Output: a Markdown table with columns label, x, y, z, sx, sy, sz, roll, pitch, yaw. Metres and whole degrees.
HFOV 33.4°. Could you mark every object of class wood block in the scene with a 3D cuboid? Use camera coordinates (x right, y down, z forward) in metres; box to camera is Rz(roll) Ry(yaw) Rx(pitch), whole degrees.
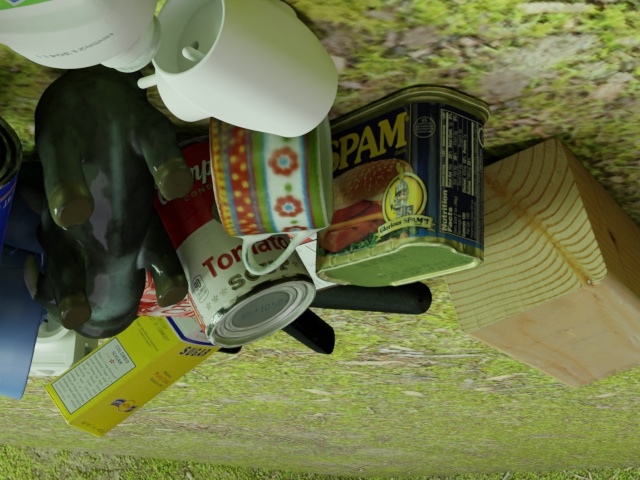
| label | x | y | z | sx | sy | sz | roll | pitch | yaw |
| --- | --- | --- | --- | --- | --- | --- | --- | --- | --- |
| wood block | 0.155 | 0.023 | 0.674 | 0.090 | 0.091 | 0.205 | -25 | 153 | 22 |

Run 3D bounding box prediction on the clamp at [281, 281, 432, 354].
| label | x | y | z | sx | sy | sz | roll | pitch | yaw |
| --- | --- | --- | --- | --- | --- | --- | --- | --- | --- |
| clamp | -0.033 | 0.036 | 0.796 | 0.209 | 0.036 | 0.165 | 21 | 153 | -28 |

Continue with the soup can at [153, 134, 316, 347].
| label | x | y | z | sx | sy | sz | roll | pitch | yaw |
| --- | --- | --- | --- | --- | --- | --- | --- | --- | --- |
| soup can | -0.054 | 0.001 | 0.602 | 0.068 | 0.102 | 0.068 | -24 | 156 | -12 |

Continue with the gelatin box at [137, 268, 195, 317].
| label | x | y | z | sx | sy | sz | roll | pitch | yaw |
| --- | --- | --- | --- | --- | --- | --- | --- | --- | --- |
| gelatin box | -0.096 | 0.029 | 0.689 | 0.073 | 0.030 | 0.089 | 3 | 164 | -35 |

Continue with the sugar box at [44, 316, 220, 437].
| label | x | y | z | sx | sy | sz | roll | pitch | yaw |
| --- | --- | --- | --- | --- | --- | --- | --- | --- | --- |
| sugar box | -0.135 | 0.092 | 0.895 | 0.176 | 0.048 | 0.093 | -34 | 163 | -4 |

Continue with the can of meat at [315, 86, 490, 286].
| label | x | y | z | sx | sy | sz | roll | pitch | yaw |
| --- | --- | --- | --- | --- | --- | --- | --- | --- | --- |
| can of meat | 0.041 | -0.024 | 0.570 | 0.057 | 0.084 | 0.102 | 14 | 160 | -36 |
